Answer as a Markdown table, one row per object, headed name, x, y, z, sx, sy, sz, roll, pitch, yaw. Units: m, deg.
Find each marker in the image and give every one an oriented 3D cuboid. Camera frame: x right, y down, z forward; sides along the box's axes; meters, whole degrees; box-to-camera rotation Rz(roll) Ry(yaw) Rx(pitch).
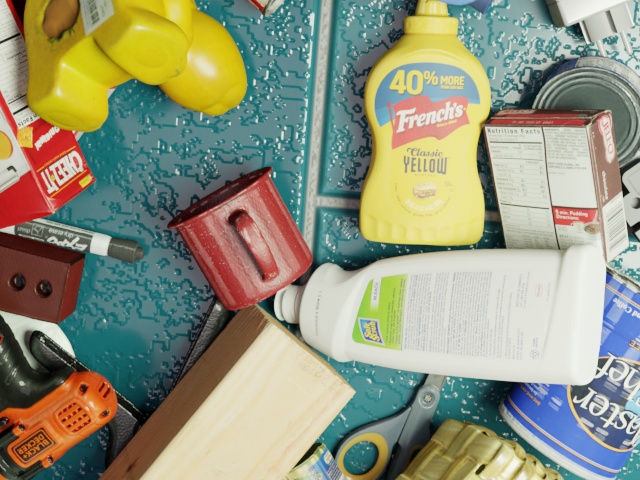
| name | x | y | z | sx | sy | sz | roll | pitch | yaw |
| --- | --- | --- | --- | --- | --- | --- | --- | --- | --- |
| marker | -0.203 | -0.003 | 0.870 | 0.121 | 0.020 | 0.020 | 14 | 100 | 1 |

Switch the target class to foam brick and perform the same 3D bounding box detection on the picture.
| name | x | y | z | sx | sy | sz | roll | pitch | yaw |
| --- | --- | --- | --- | --- | --- | --- | --- | --- | --- |
| foam brick | -0.236 | 0.029 | 0.860 | 0.078 | 0.051 | 0.053 | 13 | 99 | 2 |

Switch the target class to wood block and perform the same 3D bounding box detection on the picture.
| name | x | y | z | sx | sy | sz | roll | pitch | yaw |
| --- | --- | --- | --- | --- | --- | --- | --- | --- | --- |
| wood block | -0.081 | 0.158 | 0.825 | 0.090 | 0.091 | 0.206 | 41 | 88 | -17 |

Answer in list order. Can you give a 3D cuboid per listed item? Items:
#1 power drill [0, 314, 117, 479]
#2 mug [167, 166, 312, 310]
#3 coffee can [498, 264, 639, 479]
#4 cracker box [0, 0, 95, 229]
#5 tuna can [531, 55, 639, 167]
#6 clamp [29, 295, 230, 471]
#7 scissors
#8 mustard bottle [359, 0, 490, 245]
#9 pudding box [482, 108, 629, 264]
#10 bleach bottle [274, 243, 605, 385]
| name | x | y | z | sx | sy | sz | roll | pitch | yaw |
| --- | --- | --- | --- | --- | --- | --- | --- | --- | --- |
| power drill | -0.279 | 0.112 | 0.832 | 0.184 | 0.057 | 0.187 | -34 | 105 | 13 |
| mug | -0.055 | 0.001 | 0.815 | 0.093 | 0.117 | 0.081 | -31 | 101 | -11 |
| coffee can | 0.217 | 0.100 | 0.817 | 0.103 | 0.103 | 0.140 | 31 | 99 | -2 |
| cracker box | -0.285 | -0.110 | 0.792 | 0.164 | 0.072 | 0.213 | -13 | 110 | 29 |
| tuna can | 0.204 | -0.095 | 0.805 | 0.086 | 0.033 | 0.086 | 11 | 122 | 18 |
| clamp | -0.128 | 0.147 | 0.880 | 0.164 | 0.036 | 0.210 | -18 | 100 | 0 |
| scissors | 0.067 | 0.132 | 0.875 | 0.096 | 0.016 | 0.202 | 9 | 99 | 2 |
| mustard bottle | 0.081 | -0.094 | 0.817 | 0.096 | 0.058 | 0.192 | 3 | 99 | 3 |
| pudding box | 0.175 | -0.042 | 0.795 | 0.090 | 0.039 | 0.113 | 8 | 119 | 43 |
| bleach bottle | 0.080 | 0.048 | 0.803 | 0.251 | 0.068 | 0.102 | 3 | 82 | 29 |
